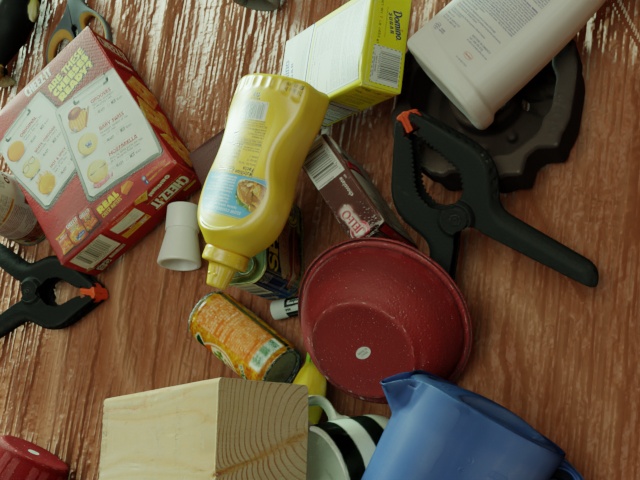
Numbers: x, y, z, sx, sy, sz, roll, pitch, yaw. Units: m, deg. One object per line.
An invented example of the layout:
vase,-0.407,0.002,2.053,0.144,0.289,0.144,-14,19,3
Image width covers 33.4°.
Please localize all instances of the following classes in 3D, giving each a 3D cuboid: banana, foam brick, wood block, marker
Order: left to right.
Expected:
wood block,-0.107,0.177,0.937,0.207,0.090,0.090,-18,66,51
foam brick,-0.081,-0.079,1.063,0.078,0.053,0.051,-34,64,15
banana,-0.035,0.195,0.963,0.037,0.069,0.198,24,86,3
marker,0.010,0.054,1.000,0.121,0.020,0.020,-14,70,23

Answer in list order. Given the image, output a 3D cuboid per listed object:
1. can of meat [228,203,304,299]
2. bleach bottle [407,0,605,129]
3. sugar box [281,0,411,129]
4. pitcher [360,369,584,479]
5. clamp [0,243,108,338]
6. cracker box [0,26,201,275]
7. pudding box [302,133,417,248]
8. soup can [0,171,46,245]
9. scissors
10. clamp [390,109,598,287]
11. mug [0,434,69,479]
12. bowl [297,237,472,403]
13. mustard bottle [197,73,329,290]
can of meat,-0.057,0.001,1.011,0.058,0.083,0.102,-7,73,24
bleach bottle,0.198,-0.212,0.897,0.251,0.068,0.103,-40,62,6
sugar box,0.018,-0.162,0.990,0.176,0.048,0.093,-15,65,64
pitcher,0.086,0.236,0.825,0.149,0.144,0.243,29,92,41
clamp,-0.309,0.046,1.148,0.172,0.039,0.120,-10,88,19
cracker box,-0.241,-0.094,1.137,0.164,0.072,0.214,-41,62,11
pudding box,0.033,-0.035,0.972,0.039,0.090,0.113,-36,62,10
soup can,-0.346,-0.039,1.156,0.069,0.102,0.068,-7,73,25
scissors,-0.299,-0.273,1.246,0.096,0.016,0.202,-36,63,14
clamp,0.130,-0.019,0.907,0.165,0.036,0.210,-20,93,24
mug,-0.294,0.253,1.067,0.117,0.093,0.081,29,85,-1
bowl,0.045,0.081,0.908,0.162,0.055,0.162,10,117,20
mustard bottle,-0.061,-0.049,0.942,0.096,0.058,0.191,14,82,43
